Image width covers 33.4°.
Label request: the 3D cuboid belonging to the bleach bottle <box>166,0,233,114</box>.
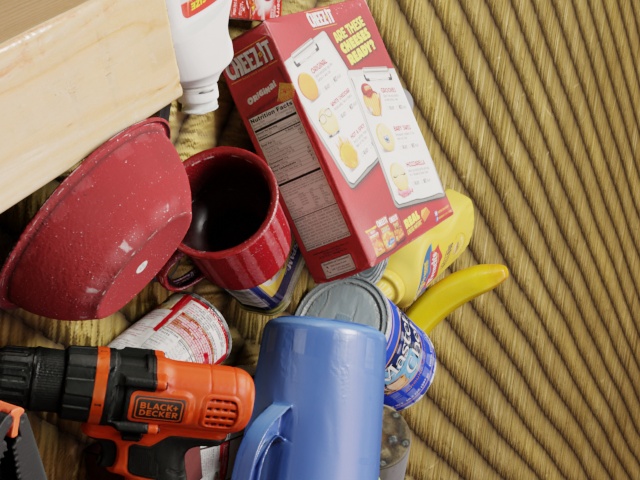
[{"bbox_3d":[-0.097,-0.216,0.757,0.102,0.068,0.251,-34,126,-47],"label":"bleach bottle"}]

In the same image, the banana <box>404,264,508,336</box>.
[{"bbox_3d":[0.131,0.091,1.213,0.198,0.070,0.037,-54,160,13],"label":"banana"}]

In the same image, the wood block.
[{"bbox_3d":[-0.184,-0.089,0.628,0.205,0.091,0.090,-44,135,-46],"label":"wood block"}]

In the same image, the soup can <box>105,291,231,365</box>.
[{"bbox_3d":[-0.124,0.093,0.811,0.102,0.069,0.068,-42,133,-46],"label":"soup can"}]

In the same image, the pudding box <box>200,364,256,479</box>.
[{"bbox_3d":[-0.089,0.160,0.922,0.113,0.039,0.090,-4,100,-62],"label":"pudding box"}]

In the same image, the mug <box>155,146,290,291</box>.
[{"bbox_3d":[-0.078,-0.004,0.818,0.117,0.093,0.081,-44,155,-10],"label":"mug"}]

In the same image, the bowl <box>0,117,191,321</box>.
[{"bbox_3d":[-0.134,-0.001,0.694,0.162,0.055,0.162,-49,174,-7],"label":"bowl"}]

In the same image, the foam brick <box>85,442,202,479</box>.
[{"bbox_3d":[-0.136,0.175,0.831,0.078,0.053,0.051,-28,123,-53],"label":"foam brick"}]

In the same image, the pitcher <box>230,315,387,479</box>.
[{"bbox_3d":[-0.014,0.188,0.893,0.149,0.145,0.243,149,-51,-74],"label":"pitcher"}]

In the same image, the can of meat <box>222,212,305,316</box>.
[{"bbox_3d":[-0.056,0.001,0.911,0.083,0.058,0.102,46,59,-52],"label":"can of meat"}]

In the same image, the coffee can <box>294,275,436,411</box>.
[{"bbox_3d":[0.046,0.107,1.072,0.140,0.103,0.103,43,62,-56],"label":"coffee can"}]

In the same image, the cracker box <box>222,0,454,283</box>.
[{"bbox_3d":[0.016,-0.088,0.915,0.163,0.072,0.214,-30,97,-54],"label":"cracker box"}]

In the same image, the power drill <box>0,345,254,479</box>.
[{"bbox_3d":[-0.150,0.161,0.739,0.057,0.184,0.188,-110,-149,-65],"label":"power drill"}]

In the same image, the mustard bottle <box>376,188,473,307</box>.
[{"bbox_3d":[0.105,0.021,1.188,0.191,0.058,0.096,-39,151,-47],"label":"mustard bottle"}]
